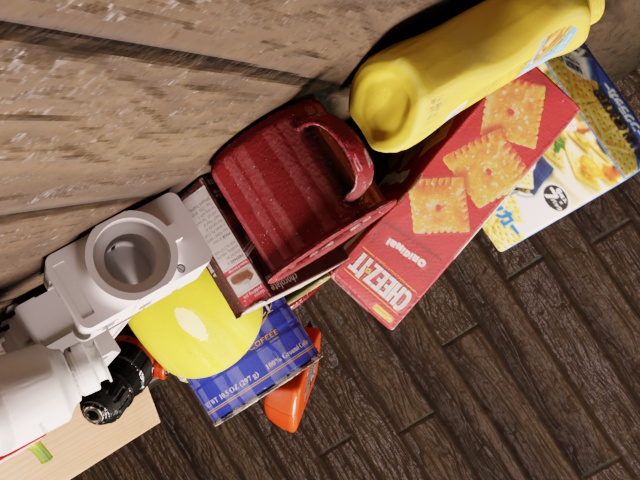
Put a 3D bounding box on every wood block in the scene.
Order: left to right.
[{"bbox_3d":[-0.269,0.180,1.013,0.090,0.091,0.205,-3,-160,46],"label":"wood block"}]

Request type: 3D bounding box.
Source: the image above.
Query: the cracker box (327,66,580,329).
[{"bbox_3d":[0.088,-0.044,0.844,0.214,0.072,0.164,-49,-171,1],"label":"cracker box"}]

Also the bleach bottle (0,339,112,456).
[{"bbox_3d":[-0.242,0.122,0.614,0.250,0.068,0.103,-24,172,-15],"label":"bleach bottle"}]

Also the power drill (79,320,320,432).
[{"bbox_3d":[-0.102,0.113,0.952,0.184,0.188,0.057,-65,165,-56],"label":"power drill"}]

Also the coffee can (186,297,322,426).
[{"bbox_3d":[-0.078,0.061,0.850,0.103,0.140,0.103,-33,176,-3],"label":"coffee can"}]

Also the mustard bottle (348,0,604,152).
[{"bbox_3d":[0.112,-0.125,0.672,0.191,0.058,0.096,-31,175,-21],"label":"mustard bottle"}]

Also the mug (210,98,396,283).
[{"bbox_3d":[-0.009,-0.036,0.641,0.093,0.081,0.117,-30,175,-31],"label":"mug"}]

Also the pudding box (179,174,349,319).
[{"bbox_3d":[-0.038,-0.006,0.719,0.039,0.090,0.113,-35,175,33],"label":"pudding box"}]
